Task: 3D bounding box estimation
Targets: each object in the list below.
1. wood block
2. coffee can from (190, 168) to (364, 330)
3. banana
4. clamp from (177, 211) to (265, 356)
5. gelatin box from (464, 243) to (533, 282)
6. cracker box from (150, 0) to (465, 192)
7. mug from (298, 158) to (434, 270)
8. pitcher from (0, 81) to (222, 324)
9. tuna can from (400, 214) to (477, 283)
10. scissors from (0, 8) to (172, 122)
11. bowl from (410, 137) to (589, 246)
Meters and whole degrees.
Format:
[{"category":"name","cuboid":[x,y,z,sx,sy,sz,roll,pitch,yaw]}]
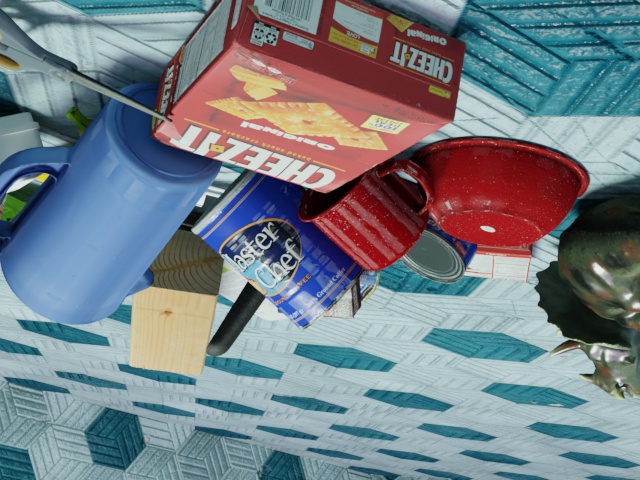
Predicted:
[{"category":"wood block","cuboid":[-0.163,0.067,1.202,0.090,0.090,0.206,9,148,-7]},{"category":"coffee can","cuboid":[-0.036,0.000,1.001,0.140,0.102,0.103,43,156,-7]},{"category":"banana","cuboid":[-0.239,-0.086,1.054,0.069,0.037,0.198,38,152,-15]},{"category":"clamp","cuboid":[-0.057,0.001,1.091,0.210,0.164,0.036,-29,163,-5]},{"category":"gelatin box","cuboid":[0.187,0.015,1.136,0.073,0.030,0.089,5,161,10]},{"category":"cracker box","cuboid":[-0.018,-0.108,0.792,0.164,0.072,0.214,17,162,-20]},{"category":"mug","cuboid":[0.049,-0.032,0.933,0.081,0.093,0.117,43,131,-21]},{"category":"pitcher","cuboid":[-0.195,-0.035,0.950,0.149,0.145,0.243,-28,170,-44]},{"category":"tuna can","cuboid":[0.115,0.003,1.081,0.086,0.033,0.086,27,152,16]},{"category":"scissors","cuboid":[-0.207,-0.142,0.800,0.202,0.016,0.096,20,159,25]},{"category":"bowl","cuboid":[0.156,-0.035,0.957,0.162,0.055,0.162,10,163,3]}]
